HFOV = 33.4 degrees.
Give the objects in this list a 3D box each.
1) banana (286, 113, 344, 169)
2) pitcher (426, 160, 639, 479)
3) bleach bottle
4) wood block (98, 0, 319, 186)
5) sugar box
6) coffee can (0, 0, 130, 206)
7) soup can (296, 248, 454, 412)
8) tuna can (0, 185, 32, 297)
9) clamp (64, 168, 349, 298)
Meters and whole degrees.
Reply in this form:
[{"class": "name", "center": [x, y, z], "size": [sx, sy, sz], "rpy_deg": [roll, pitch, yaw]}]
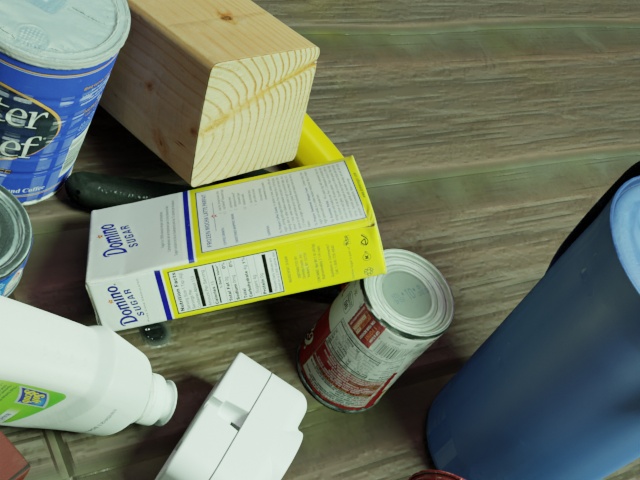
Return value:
[{"class": "banana", "center": [-0.030, -0.088, 0.812], "size": [0.198, 0.037, 0.069], "rpy_deg": [48, 15, 6]}, {"class": "pitcher", "center": [0.168, 0.072, 0.668], "size": [0.149, 0.243, 0.145], "rpy_deg": [-28, 72, -41]}, {"class": "bleach bottle", "center": [-0.193, 0.063, 0.569], "size": [0.250, 0.103, 0.068], "rpy_deg": [22, 53, -36]}, {"class": "wood block", "center": [-0.108, -0.135, 0.737], "size": [0.090, 0.090, 0.206], "rpy_deg": [-18, 46, -39]}, {"class": "sugar box", "center": [-0.054, 0.001, 0.666], "size": [0.176, 0.048, 0.093], "rpy_deg": [-14, 31, -1]}, {"class": "coffee can", "center": [-0.189, -0.103, 0.673], "size": [0.102, 0.140, 0.103], "rpy_deg": [16, 49, -19]}, {"class": "soup can", "center": [0.035, 0.060, 0.699], "size": [0.068, 0.102, 0.068], "rpy_deg": [15, 49, -19]}, {"class": "tuna can", "center": [-0.220, 0.000, 0.649], "size": [0.086, 0.034, 0.086], "rpy_deg": [15, 49, -19]}, {"class": "clamp", "center": [-0.064, -0.022, 0.754], "size": [0.210, 0.036, 0.164], "rpy_deg": [40, 46, 7]}]
